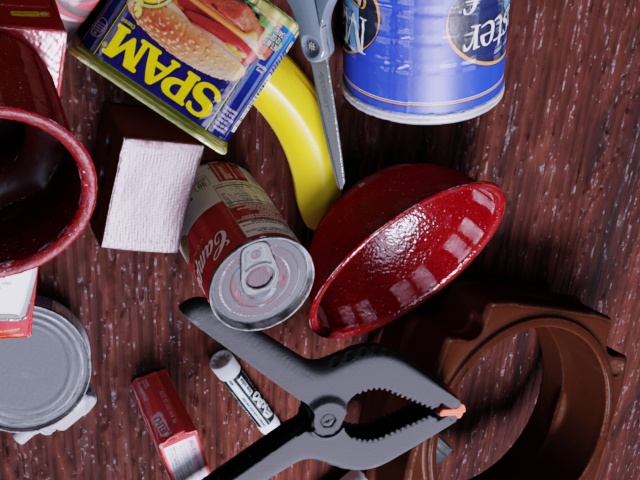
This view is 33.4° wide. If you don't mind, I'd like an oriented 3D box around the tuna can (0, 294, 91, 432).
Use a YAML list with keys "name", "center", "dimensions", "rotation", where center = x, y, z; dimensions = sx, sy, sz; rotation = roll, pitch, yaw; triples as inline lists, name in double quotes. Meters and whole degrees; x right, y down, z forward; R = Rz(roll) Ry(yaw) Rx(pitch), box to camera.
- name: "tuna can"
  center: [-0.192, 0.078, 0.690]
  dimensions: [0.086, 0.034, 0.086]
  rotation: [-3, 103, -11]

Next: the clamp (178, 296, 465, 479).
- name: "clamp"
  center: [-0.004, 0.105, 0.722]
  dimensions: [0.209, 0.036, 0.164]
  rotation: [-6, 113, -13]

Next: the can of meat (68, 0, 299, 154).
- name: "can of meat"
  center: [-0.074, -0.111, 0.598]
  dimensions: [0.102, 0.057, 0.084]
  rotation: [34, 93, -2]

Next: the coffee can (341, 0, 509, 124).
- name: "coffee can"
  center: [0.063, -0.154, 0.635]
  dimensions: [0.102, 0.103, 0.140]
  rotation: [-15, 127, -18]

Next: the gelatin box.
- name: "gelatin box"
  center: [-0.105, 0.149, 0.776]
  dimensions: [0.030, 0.073, 0.089]
  rotation: [-23, 129, -13]

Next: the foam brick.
- name: "foam brick"
  center: [-0.111, -0.038, 0.658]
  dimensions: [0.051, 0.053, 0.078]
  rotation: [2, 120, -29]

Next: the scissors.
- name: "scissors"
  center: [0.009, -0.124, 0.616]
  dimensions: [0.016, 0.096, 0.202]
  rotation: [-36, 112, -39]

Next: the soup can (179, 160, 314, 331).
- name: "soup can"
  center: [-0.054, 0.001, 0.681]
  dimensions: [0.068, 0.102, 0.068]
  rotation: [-14, 127, -19]

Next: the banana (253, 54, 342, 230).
- name: "banana"
  center: [-0.030, -0.079, 0.686]
  dimensions: [0.070, 0.037, 0.197]
  rotation: [-23, 132, 25]

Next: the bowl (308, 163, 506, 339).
- name: "bowl"
  center: [0.048, -0.002, 0.742]
  dimensions: [0.162, 0.055, 0.162]
  rotation: [-28, 155, -15]

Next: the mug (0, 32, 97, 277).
- name: "mug"
  center: [-0.161, -0.034, 0.487]
  dimensions: [0.093, 0.081, 0.117]
  rotation: [15, 122, -35]

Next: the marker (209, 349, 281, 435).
- name: "marker"
  center: [-0.051, 0.127, 0.825]
  dimensions: [0.020, 0.020, 0.121]
  rotation: [-33, 131, -3]
